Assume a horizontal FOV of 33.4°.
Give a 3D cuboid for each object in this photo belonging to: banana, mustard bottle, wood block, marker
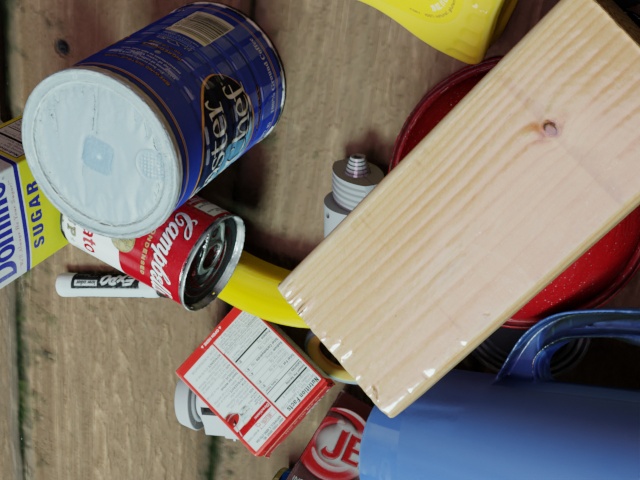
[{"bbox_3d":[-0.063,0.010,0.732,0.198,0.037,0.070,37,138,13],"label":"banana"},{"bbox_3d":[0.021,-0.176,0.583,0.192,0.058,0.096,29,145,11],"label":"mustard bottle"},{"bbox_3d":[0.089,-0.017,0.530,0.206,0.090,0.091,-45,80,23],"label":"wood block"},{"bbox_3d":[-0.148,0.035,0.809,0.121,0.020,0.020,0,116,26],"label":"marker"}]

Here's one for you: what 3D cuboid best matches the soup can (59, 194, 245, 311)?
[{"bbox_3d":[-0.109,-0.007,0.696,0.102,0.068,0.068,27,125,19],"label":"soup can"}]

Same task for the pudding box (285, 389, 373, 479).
[{"bbox_3d":[0.038,0.172,0.746,0.113,0.090,0.039,30,153,7],"label":"pudding box"}]

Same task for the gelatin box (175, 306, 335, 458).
[{"bbox_3d":[-0.046,0.097,0.754,0.089,0.030,0.073,43,93,18],"label":"gelatin box"}]

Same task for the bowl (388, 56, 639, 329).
[{"bbox_3d":[0.106,-0.023,0.602,0.162,0.055,0.162,4,100,22],"label":"bowl"}]

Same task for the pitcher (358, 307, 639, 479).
[{"bbox_3d":[0.138,0.128,0.592,0.243,0.149,0.145,4,140,49],"label":"pitcher"}]

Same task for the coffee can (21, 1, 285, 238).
[{"bbox_3d":[-0.096,-0.077,0.647,0.103,0.140,0.103,12,121,20],"label":"coffee can"}]

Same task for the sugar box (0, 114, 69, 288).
[{"bbox_3d":[-0.185,-0.034,0.692,0.048,0.176,0.093,23,124,14],"label":"sugar box"}]
